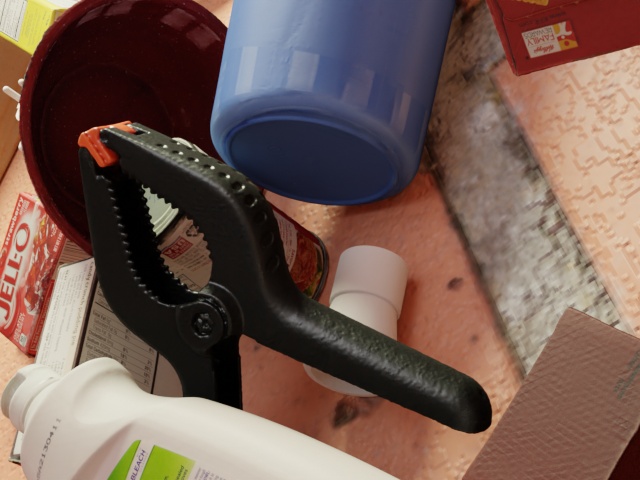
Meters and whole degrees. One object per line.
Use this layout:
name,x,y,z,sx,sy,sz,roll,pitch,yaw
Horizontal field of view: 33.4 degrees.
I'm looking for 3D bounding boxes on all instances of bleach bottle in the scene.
bleach bottle,-0.037,0.108,0.427,0.251,0.068,0.102,25,96,32

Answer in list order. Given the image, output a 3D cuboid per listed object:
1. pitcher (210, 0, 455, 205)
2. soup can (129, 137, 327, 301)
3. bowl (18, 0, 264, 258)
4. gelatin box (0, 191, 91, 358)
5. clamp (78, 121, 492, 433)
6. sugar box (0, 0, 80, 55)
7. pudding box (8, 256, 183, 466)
pitcher,0.013,-0.143,0.591,0.145,0.149,0.242,0,64,25
soup can,-0.054,0.001,0.557,0.069,0.102,0.068,-25,47,30
bowl,-0.107,-0.061,0.611,0.055,0.162,0.162,-1,61,50
gelatin box,-0.179,0.022,0.679,0.073,0.030,0.089,26,98,47
clamp,-0.047,0.042,0.479,0.165,0.036,0.210,-44,82,26
sugar box,-0.190,-0.159,0.807,0.176,0.093,0.048,28,106,54
pudding box,-0.106,0.076,0.563,0.039,0.090,0.113,-19,50,33
